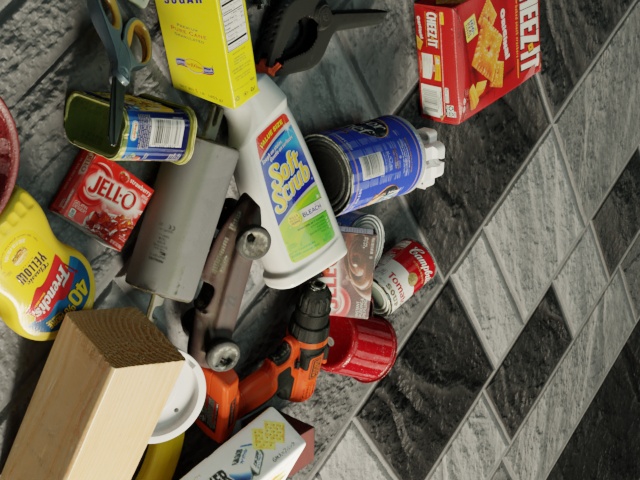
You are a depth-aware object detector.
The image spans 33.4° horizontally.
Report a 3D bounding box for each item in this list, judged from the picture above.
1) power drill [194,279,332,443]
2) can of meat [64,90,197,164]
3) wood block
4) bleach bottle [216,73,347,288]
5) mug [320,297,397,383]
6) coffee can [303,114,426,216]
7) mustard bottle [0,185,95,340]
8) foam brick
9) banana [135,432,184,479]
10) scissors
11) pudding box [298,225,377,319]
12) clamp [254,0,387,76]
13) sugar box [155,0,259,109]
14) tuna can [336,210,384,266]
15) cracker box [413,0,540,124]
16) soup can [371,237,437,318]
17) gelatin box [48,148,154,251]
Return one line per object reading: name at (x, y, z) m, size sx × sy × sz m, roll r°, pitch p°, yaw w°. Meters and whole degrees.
power drill at (-0.063, 0.147, 1.273) m, size 0.187 × 0.057 × 0.184 m, roll -24°, pitch 137°, yaw -39°
can of meat at (-0.183, -0.109, 1.019) m, size 0.083 × 0.102 × 0.057 m, roll -3°, pitch 108°, yaw -47°
wood block at (-0.225, 0.175, 1.043) m, size 0.090 × 0.090 × 0.206 m, roll -2°, pitch 125°, yaw -50°
bleach bottle at (-0.058, -0.079, 1.177) m, size 0.102 × 0.068 × 0.251 m, roll -31°, pitch 109°, yaw -27°
mug at (0.042, 0.124, 1.392) m, size 0.081 × 0.093 × 0.117 m, roll 18°, pitch 83°, yaw -46°
coffee can at (0.046, -0.091, 1.295) m, size 0.140 × 0.103 × 0.103 m, roll -20°, pitch 119°, yaw -44°
mustard bottle at (-0.268, 0.039, 1.012) m, size 0.096 × 0.058 × 0.191 m, roll -52°, pitch 138°, yaw -20°
foam brick at (-0.052, 0.251, 1.336) m, size 0.051 × 0.078 × 0.053 m, roll -24°, pitch 122°, yaw -44°
banana at (-0.193, 0.255, 1.203) m, size 0.069 × 0.037 × 0.197 m, roll 39°, pitch 74°, yaw -51°
scissors at (-0.192, -0.167, 0.965) m, size 0.096 × 0.016 × 0.201 m, roll 56°, pitch 20°, yaw -25°
pudding box at (0.021, 0.037, 1.328) m, size 0.039 × 0.090 × 0.113 m, roll -85°, pitch -179°, yaw -77°
clamp at (-0.007, -0.269, 1.214) m, size 0.209 × 0.036 × 0.164 m, roll -46°, pitch 135°, yaw -28°
sugar box at (-0.117, -0.222, 1.043) m, size 0.048 × 0.093 × 0.176 m, roll -43°, pitch 139°, yaw -33°
tuna can at (0.044, 0.004, 1.386) m, size 0.085 × 0.034 × 0.086 m, roll -22°, pitch 121°, yaw -44°
cracker box at (0.219, -0.273, 1.452) m, size 0.213 × 0.072 × 0.164 m, roll -34°, pitch 129°, yaw -38°
soup can at (0.101, 0.051, 1.445) m, size 0.102 × 0.069 × 0.068 m, roll -38°, pitch 130°, yaw -34°
gelatin box at (-0.217, -0.041, 1.062) m, size 0.089 × 0.030 × 0.073 m, roll 41°, pitch 73°, yaw -49°
